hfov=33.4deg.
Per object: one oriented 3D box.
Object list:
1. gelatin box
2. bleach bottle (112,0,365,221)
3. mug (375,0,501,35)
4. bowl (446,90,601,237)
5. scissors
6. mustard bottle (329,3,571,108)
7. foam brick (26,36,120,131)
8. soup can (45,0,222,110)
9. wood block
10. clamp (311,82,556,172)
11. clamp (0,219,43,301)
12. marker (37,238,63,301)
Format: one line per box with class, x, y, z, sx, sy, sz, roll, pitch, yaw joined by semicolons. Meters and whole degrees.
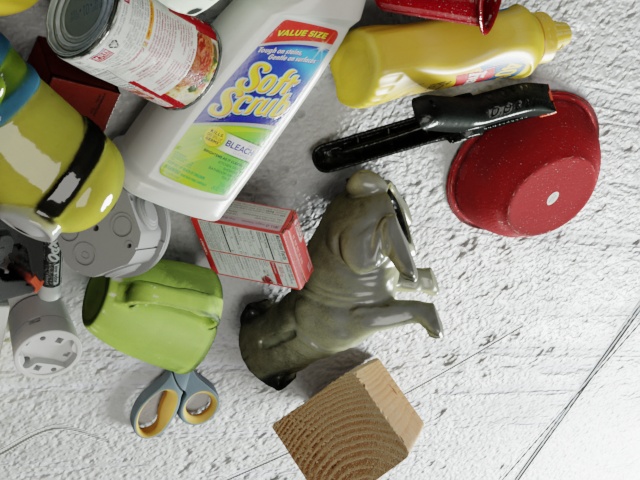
gelatin box;-0.056;0.001;0.885;0.089;0.030;0.073;9;142;23
bleach bottle;-0.049;-0.133;0.776;0.102;0.068;0.251;20;116;-39
mug;0.089;-0.200;0.762;0.117;0.081;0.093;-35;135;-67
bowl;0.200;-0.056;0.985;0.162;0.055;0.162;-15;136;-15
scissors;-0.115;0.116;1.007;0.096;0.016;0.202;10;124;-37
mustard bottle;0.110;-0.147;0.829;0.191;0.058;0.096;-13;177;-19
foam brick;-0.183;-0.092;0.749;0.052;0.051;0.078;10;125;-36
soup can;-0.124;-0.135;0.715;0.069;0.068;0.102;-46;145;17
wood block;0.033;0.176;1.013;0.090;0.091;0.206;-36;172;6
clamp;0.114;-0.100;0.862;0.209;0.036;0.165;-15;179;-23
clamp;-0.243;-0.010;0.779;0.120;0.039;0.171;-55;162;-5
marker;-0.211;-0.002;0.842;0.020;0.020;0.121;-6;132;-24
